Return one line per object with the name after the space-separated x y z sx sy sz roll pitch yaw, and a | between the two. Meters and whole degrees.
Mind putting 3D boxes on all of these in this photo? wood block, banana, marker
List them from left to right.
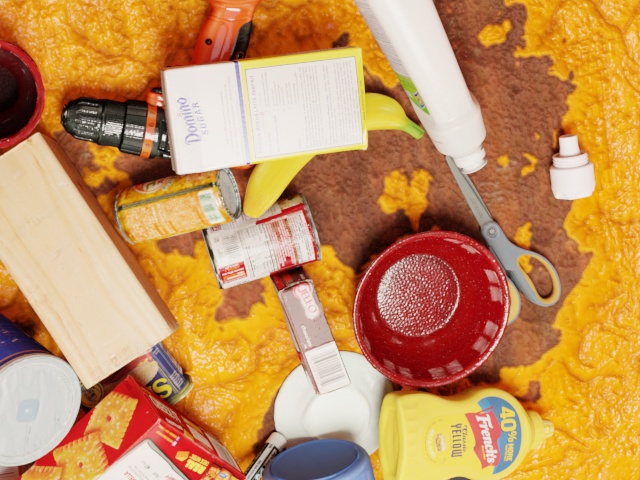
-0.220 0.018 0.947 0.090 0.091 0.206 -33 91 -3 | wood block
-0.071 0.239 1.059 0.020 0.020 0.121 56 46 -18 | marker
0.004 -0.092 1.005 0.197 0.037 0.069 -27 82 -15 | banana

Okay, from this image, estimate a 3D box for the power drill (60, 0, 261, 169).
-0.131 -0.164 0.966 0.184 0.057 0.188 8 105 -17 | power drill

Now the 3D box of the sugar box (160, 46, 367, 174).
-0.049 -0.117 0.945 0.176 0.048 0.093 -8 103 -11 | sugar box

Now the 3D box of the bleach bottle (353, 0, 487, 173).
0.091 -0.175 0.994 0.068 0.102 0.250 -29 114 1 | bleach bottle

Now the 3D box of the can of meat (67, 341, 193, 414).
-0.189 0.133 1.030 0.102 0.057 0.084 -35 105 -2 | can of meat

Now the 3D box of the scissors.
0.164 0.009 1.088 0.201 0.016 0.096 42 93 -17 | scissors

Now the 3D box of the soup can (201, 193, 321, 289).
-0.057 0.001 1.015 0.102 0.068 0.068 -17 107 -6 | soup can

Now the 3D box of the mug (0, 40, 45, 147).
-0.297 -0.135 0.926 0.117 0.081 0.093 16 100 -15 | mug

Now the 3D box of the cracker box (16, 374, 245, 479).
-0.198 0.243 0.984 0.213 0.072 0.164 -42 141 -1 | cracker box

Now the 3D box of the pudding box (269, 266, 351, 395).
-0.012 0.083 1.030 0.039 0.090 0.113 -19 103 -4 | pudding box

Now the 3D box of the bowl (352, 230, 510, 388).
0.105 0.063 1.069 0.162 0.055 0.162 -3 104 -10 | bowl

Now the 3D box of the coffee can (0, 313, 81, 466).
-0.292 0.122 0.945 0.102 0.141 0.103 -21 123 -37 | coffee can

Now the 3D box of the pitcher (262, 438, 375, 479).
0.015 0.331 1.056 0.144 0.149 0.243 -20 107 -33 | pitcher

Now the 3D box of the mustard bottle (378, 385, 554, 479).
0.154 0.197 1.083 0.191 0.058 0.096 0 88 -25 | mustard bottle
